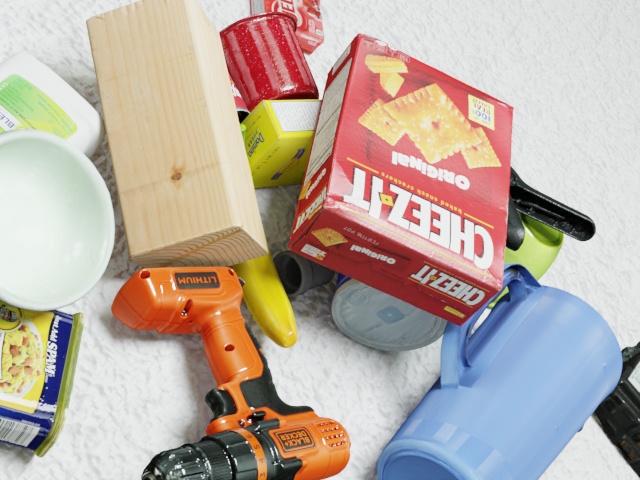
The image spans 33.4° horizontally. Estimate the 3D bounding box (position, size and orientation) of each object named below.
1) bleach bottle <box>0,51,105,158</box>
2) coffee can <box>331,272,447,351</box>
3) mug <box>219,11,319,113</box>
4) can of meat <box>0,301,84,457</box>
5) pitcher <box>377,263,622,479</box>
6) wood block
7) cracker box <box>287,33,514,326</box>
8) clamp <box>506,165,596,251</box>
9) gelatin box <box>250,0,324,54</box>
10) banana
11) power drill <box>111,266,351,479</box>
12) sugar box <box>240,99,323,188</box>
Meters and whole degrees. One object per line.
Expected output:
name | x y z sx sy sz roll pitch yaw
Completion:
bleach bottle | -0.265 -0.034 0.766 0.102 0.068 0.250 43 46 -9
coffee can | 0.070 0.014 0.965 0.102 0.103 0.140 29 46 -19
mug | -0.049 -0.152 1.011 0.117 0.093 0.081 39 28 -73
can of meat | -0.214 0.086 0.722 0.083 0.058 0.102 21 49 -23
pitcher | 0.149 0.141 0.918 0.149 0.145 0.242 36 44 16
wood block | -0.115 -0.083 0.855 0.090 0.091 0.206 50 26 -70
cracker box | 0.075 -0.057 0.898 0.164 0.072 0.213 24 49 -14
clamp | 0.179 -0.046 1.014 0.120 0.039 0.172 6 34 -37
gelatin box | -0.036 -0.246 1.121 0.073 0.030 0.089 16 51 -29
banana | -0.059 0.004 0.898 0.037 0.070 0.198 -13 73 -12
power drill | -0.082 0.107 0.780 0.184 0.057 0.188 2 49 -49
sugar box | -0.002 -0.090 0.990 0.175 0.093 0.048 -6 66 -40
